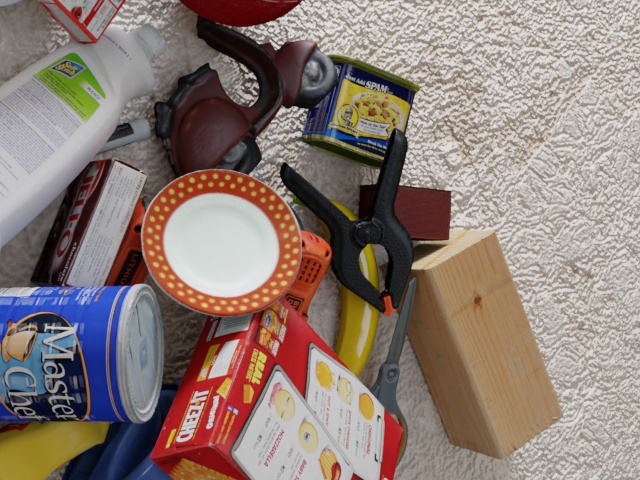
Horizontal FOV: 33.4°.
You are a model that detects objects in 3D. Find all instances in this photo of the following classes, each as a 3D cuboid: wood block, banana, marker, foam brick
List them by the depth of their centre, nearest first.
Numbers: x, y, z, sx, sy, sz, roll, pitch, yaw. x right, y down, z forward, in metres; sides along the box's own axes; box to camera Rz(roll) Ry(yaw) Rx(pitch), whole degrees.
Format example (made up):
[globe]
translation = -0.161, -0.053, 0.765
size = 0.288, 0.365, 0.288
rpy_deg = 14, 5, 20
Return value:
[marker]
translation = -0.202, -0.079, 0.910
size = 0.120, 0.020, 0.020
rpy_deg = -22, 100, -28
[banana]
translation = 0.024, 0.043, 1.030
size = 0.069, 0.037, 0.198
rpy_deg = -14, 95, -9
[foam brick]
translation = 0.083, -0.027, 1.050
size = 0.078, 0.053, 0.051
rpy_deg = 4, 88, -30
[wood block]
translation = 0.153, 0.101, 1.068
size = 0.090, 0.090, 0.206
rpy_deg = -28, 103, -25

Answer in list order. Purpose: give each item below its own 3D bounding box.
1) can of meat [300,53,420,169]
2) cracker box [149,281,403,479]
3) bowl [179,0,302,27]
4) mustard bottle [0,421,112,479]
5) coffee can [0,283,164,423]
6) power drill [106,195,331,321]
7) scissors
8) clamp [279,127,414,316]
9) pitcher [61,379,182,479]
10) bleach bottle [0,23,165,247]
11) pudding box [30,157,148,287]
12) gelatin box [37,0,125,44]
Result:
[can of meat]
translation = 0.037, -0.121, 1.023
size = 0.102, 0.058, 0.084
rpy_deg = 17, 84, -28
[cracker box]
translation = -0.027, 0.166, 0.874
size = 0.213, 0.072, 0.164
rpy_deg = 50, 39, -30
[bowl]
translation = -0.080, -0.236, 0.931
size = 0.162, 0.055, 0.162
rpy_deg = 16, 40, -14
[mustard bottle]
translation = -0.231, 0.165, 0.848
size = 0.191, 0.096, 0.058
rpy_deg = -33, 97, -25
[coffee can]
translation = -0.198, 0.085, 0.798
size = 0.140, 0.102, 0.103
rpy_deg = -1, 91, 7
[power drill]
translation = -0.103, 0.055, 0.927
size = 0.187, 0.057, 0.184
rpy_deg = 20, 104, -23
[scissors]
translation = 0.048, 0.136, 1.023
size = 0.096, 0.016, 0.202
rpy_deg = -8, 109, -21
[clamp]
translation = 0.049, -0.018, 0.989
size = 0.120, 0.039, 0.171
rpy_deg = -24, 103, 5
[pitcher]
translation = -0.088, 0.239, 0.914
size = 0.149, 0.145, 0.242
rpy_deg = -30, 115, 21
[bleach bottle]
translation = -0.213, -0.093, 0.864
size = 0.102, 0.068, 0.250
rpy_deg = 44, 59, 0
[pudding box]
translation = -0.190, -0.010, 0.876
size = 0.039, 0.090, 0.113
rpy_deg = 23, 79, -28
[gelatin box]
translation = -0.194, -0.211, 0.844
size = 0.089, 0.030, 0.073
rpy_deg = 45, 66, -42
